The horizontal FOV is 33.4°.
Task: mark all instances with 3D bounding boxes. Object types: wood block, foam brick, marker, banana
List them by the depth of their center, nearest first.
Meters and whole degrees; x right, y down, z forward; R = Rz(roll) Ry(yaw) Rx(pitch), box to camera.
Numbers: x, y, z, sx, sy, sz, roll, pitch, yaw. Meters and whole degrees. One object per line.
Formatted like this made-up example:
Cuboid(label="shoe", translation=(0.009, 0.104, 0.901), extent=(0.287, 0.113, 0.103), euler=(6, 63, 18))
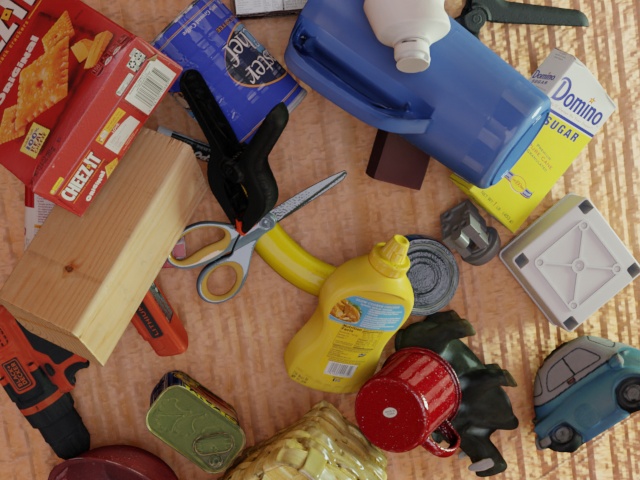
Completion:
Cuboid(label="wood block", translation=(-0.200, -0.001, 1.004), extent=(0.091, 0.090, 0.206), euler=(22, 69, 17))
Cuboid(label="marker", translation=(-0.113, -0.089, 1.107), extent=(0.121, 0.020, 0.020), euler=(20, 94, -10))
Cuboid(label="foam brick", translation=(0.086, -0.097, 1.116), extent=(0.053, 0.051, 0.078), euler=(16, 95, -10))
Cuboid(label="banana", translation=(-0.025, 0.009, 1.119), extent=(0.197, 0.037, 0.070), euler=(33, 98, -5))

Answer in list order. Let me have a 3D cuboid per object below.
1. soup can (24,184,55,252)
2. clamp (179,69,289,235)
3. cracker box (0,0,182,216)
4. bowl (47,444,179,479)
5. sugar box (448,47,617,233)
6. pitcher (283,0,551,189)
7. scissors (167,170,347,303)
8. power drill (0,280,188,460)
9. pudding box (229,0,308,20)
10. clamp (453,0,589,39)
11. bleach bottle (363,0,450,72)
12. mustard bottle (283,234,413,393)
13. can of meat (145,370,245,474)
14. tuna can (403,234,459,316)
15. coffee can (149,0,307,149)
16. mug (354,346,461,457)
Cuboid(label="soup can", translation=(-0.262, -0.035, 1.069), extent=(0.068, 0.068, 0.102), euler=(1, 98, -8))
Cuboid(label="clamp", translation=(-0.084, -0.083, 1.014), extent=(0.120, 0.171, 0.039), euler=(35, 49, 26))
Cuboid(label="cracker box", translation=(-0.251, -0.144, 0.988), extent=(0.164, 0.214, 0.072), euler=(-56, 142, 1))
Cuboid(label="bowl", translation=(-0.197, 0.262, 1.099), extent=(0.162, 0.055, 0.162), euler=(12, 129, 14))
Cuboid(label="sugar box", translation=(0.225, -0.104, 1.121), extent=(0.176, 0.048, 0.093), euler=(-50, 127, 3))
Cuboid(label="pitcher", translation=(0.090, -0.155, 1.022), extent=(0.243, 0.145, 0.149), euler=(39, 90, 12))
Cuboid(label="scissors", translation=(-0.057, 0.001, 1.090), extent=(0.201, 0.016, 0.096), euler=(-16, 104, -1))
Cuboid(label="power drill", translation=(-0.233, 0.119, 1.087), extent=(0.187, 0.057, 0.184), euler=(-27, 107, 5))
Cuboid(label="pudding box", translation=(-0.051, -0.283, 1.081), extent=(0.090, 0.039, 0.113), euler=(-6, 96, -6))
Cuboid(label="clamp", translation=(0.169, -0.235, 1.116), extent=(0.164, 0.036, 0.210), euler=(-44, 101, -1))
Cuboid(label="bleach bottle", translation=(0.088, -0.270, 0.972), extent=(0.102, 0.068, 0.251), euler=(2, 71, -6))
Cuboid(label="mustard bottle", translation=(0.040, 0.071, 1.084), extent=(0.096, 0.058, 0.192), euler=(13, 125, -23))
Cuboid(label="can of meat", translation=(-0.130, 0.185, 1.106), extent=(0.102, 0.084, 0.057), euler=(38, 91, -10))
Cuboid(label="tuna can", translation=(0.105, 0.037, 1.144), extent=(0.086, 0.034, 0.086), euler=(-1, 97, -7))
Cuboid(label="coffee can", translation=(-0.097, -0.162, 1.057), extent=(0.103, 0.103, 0.140), euler=(-44, 100, -1))
Cuboid(label="mug", translation=(0.094, 0.173, 1.082), extent=(0.117, 0.081, 0.093), euler=(49, 118, 9))
